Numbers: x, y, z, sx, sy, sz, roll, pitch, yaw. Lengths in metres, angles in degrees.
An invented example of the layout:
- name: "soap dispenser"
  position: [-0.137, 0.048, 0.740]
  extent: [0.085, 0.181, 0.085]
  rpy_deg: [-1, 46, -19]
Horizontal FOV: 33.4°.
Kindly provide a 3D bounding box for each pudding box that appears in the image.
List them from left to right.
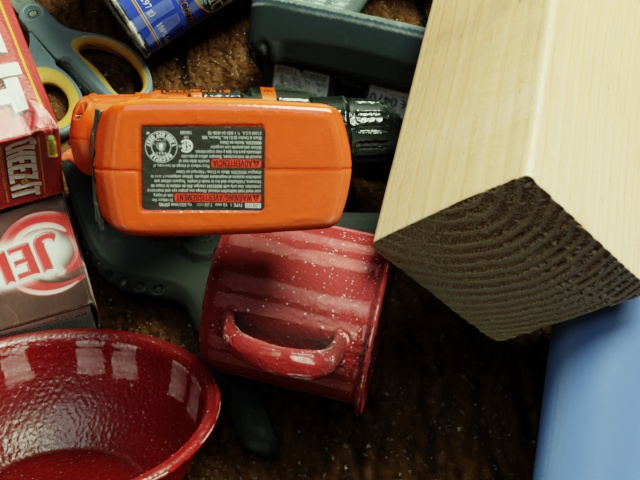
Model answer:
- name: "pudding box"
  position: [-0.187, 0.021, 0.591]
  extent: [0.113, 0.039, 0.090]
  rpy_deg: [-17, 59, -11]

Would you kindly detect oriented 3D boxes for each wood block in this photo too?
- name: "wood block"
  position: [0.103, -0.068, 0.518]
  extent: [0.090, 0.090, 0.206]
  rpy_deg: [37, 50, -27]

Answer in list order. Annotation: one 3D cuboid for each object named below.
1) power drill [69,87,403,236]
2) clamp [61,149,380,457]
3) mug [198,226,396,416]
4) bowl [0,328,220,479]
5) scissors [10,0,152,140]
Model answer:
- name: "power drill"
  position: [-0.035, -0.045, 0.522]
  extent: [0.184, 0.188, 0.057]
  rpy_deg: [-3, 99, -7]
- name: "clamp"
  position: [-0.054, 0.001, 0.604]
  extent: [0.210, 0.036, 0.164]
  rpy_deg: [37, 64, 18]
- name: "mug"
  position: [-0.012, 0.035, 0.509]
  extent: [0.081, 0.093, 0.117]
  rpy_deg: [12, 22, 6]
- name: "bowl"
  position: [-0.127, 0.101, 0.505]
  extent: [0.162, 0.055, 0.162]
  rpy_deg: [-1, 23, 0]
- name: "scissors"
  position: [-0.197, -0.131, 0.702]
  extent: [0.202, 0.016, 0.096]
  rpy_deg: [34, 64, 20]
